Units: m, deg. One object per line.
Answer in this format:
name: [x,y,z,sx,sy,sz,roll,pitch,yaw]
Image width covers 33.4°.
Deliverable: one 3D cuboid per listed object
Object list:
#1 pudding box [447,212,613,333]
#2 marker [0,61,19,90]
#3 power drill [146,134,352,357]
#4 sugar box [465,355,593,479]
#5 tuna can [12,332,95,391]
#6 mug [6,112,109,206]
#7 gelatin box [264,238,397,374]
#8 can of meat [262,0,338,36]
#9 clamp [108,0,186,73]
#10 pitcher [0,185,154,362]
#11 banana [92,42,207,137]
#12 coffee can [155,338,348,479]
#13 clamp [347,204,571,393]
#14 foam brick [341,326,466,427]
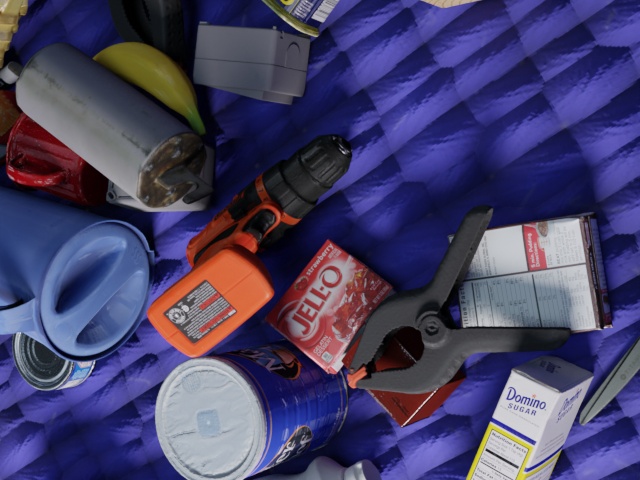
pudding box: [0.160,0.031,0.820,0.114,0.039,0.090,-10,88,31]
marker: [-0.358,-0.151,1.116,0.121,0.020,0.020,-26,79,28]
power drill: [-0.056,0.001,0.863,0.057,0.187,0.185,45,116,-10]
sugar box: [0.143,0.175,0.804,0.048,0.093,0.176,24,102,26]
tuna can: [-0.266,0.106,1.066,0.086,0.033,0.086,1,92,29]
mug: [-0.241,-0.077,1.001,0.082,0.117,0.093,19,116,23]
gelatin box: [0.009,0.055,0.893,0.073,0.030,0.089,37,84,24]
can of meat: [-0.019,-0.237,0.901,0.102,0.057,0.084,45,109,20]
clamp: [-0.170,-0.250,0.969,0.165,0.036,0.210,-29,87,53]
pitcher: [-0.291,0.018,1.007,0.243,0.149,0.145,18,75,35]
banana: [-0.168,-0.145,0.963,0.198,0.037,0.070,26,118,47]
coffee can: [-0.054,0.139,0.886,0.103,0.140,0.103,1,92,29]
clamp: [0.090,0.054,0.810,0.172,0.039,0.120,-25,72,17]
foam brick: [0.067,0.104,0.868,0.078,0.051,0.053,47,113,20]
